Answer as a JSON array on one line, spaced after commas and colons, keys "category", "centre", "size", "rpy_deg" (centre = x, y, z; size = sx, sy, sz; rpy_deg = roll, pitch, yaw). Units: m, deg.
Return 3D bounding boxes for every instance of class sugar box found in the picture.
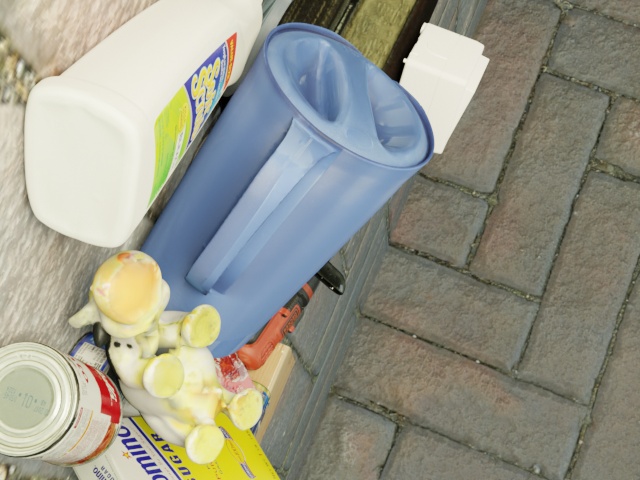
[{"category": "sugar box", "centre": [-0.113, 0.188, 0.871], "size": [0.048, 0.093, 0.175], "rpy_deg": [-47, 152, 20]}]

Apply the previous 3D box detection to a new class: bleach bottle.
[{"category": "bleach bottle", "centre": [-0.089, -0.107, 0.651], "size": [0.250, 0.068, 0.103], "rpy_deg": [-63, 171, -49]}]

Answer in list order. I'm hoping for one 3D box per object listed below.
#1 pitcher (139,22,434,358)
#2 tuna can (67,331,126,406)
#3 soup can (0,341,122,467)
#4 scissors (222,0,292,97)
[{"category": "pitcher", "centre": [-0.044, -0.020, 0.751], "size": [0.243, 0.149, 0.145], "rpy_deg": [-50, -132, 34]}, {"category": "tuna can", "centre": [-0.168, 0.111, 0.779], "size": [0.086, 0.034, 0.086], "rpy_deg": [22, 89, -82]}, {"category": "soup can", "centre": [-0.166, 0.102, 0.651], "size": [0.102, 0.068, 0.068], "rpy_deg": [75, 37, -75]}, {"category": "scissors", "centre": [-0.024, -0.166, 0.742], "size": [0.202, 0.016, 0.096], "rpy_deg": [-30, -143, 54]}]
